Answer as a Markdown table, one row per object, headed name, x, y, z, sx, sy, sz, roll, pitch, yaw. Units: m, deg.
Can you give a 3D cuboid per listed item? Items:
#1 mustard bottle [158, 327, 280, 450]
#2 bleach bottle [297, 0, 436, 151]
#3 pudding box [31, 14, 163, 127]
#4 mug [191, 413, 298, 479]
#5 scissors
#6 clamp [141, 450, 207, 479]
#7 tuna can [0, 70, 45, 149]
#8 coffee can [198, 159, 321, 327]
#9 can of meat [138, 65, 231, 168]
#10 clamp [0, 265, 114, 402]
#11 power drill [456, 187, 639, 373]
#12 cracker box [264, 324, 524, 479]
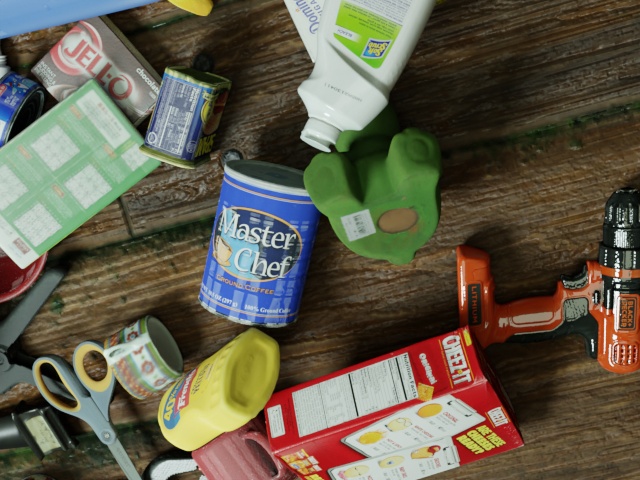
| name | x | y | z | sx | sy | sz | roll | pitch | yaw |
| --- | --- | --- | --- | --- | --- | --- | --- | --- | --- |
| mustard bottle | -0.113 | 0.159 | 1.063 | 0.058 | 0.096 | 0.192 | 32 | 143 | -17 |
| bleach bottle | 0.041 | -0.199 | 0.929 | 0.102 | 0.068 | 0.251 | 25 | 86 | 10 |
| pudding box | -0.217 | -0.160 | 1.067 | 0.090 | 0.039 | 0.113 | -41 | 95 | 13 |
| mug | -0.072 | 0.221 | 1.078 | 0.081 | 0.093 | 0.117 | 55 | 147 | -1 |
| scissors | -0.215 | 0.185 | 1.120 | 0.096 | 0.016 | 0.201 | -43 | 96 | 13 |
| clamp | -0.184 | 0.278 | 1.161 | 0.120 | 0.039 | 0.171 | 40 | 101 | -7 |
| tuna can | -0.309 | -0.123 | 1.064 | 0.034 | 0.086 | 0.086 | 25 | 104 | 0 |
| coffee can | -0.057 | 0.001 | 1.048 | 0.103 | 0.102 | 0.140 | 14 | 104 | 4 |
| can of meat | -0.129 | -0.121 | 1.033 | 0.057 | 0.102 | 0.084 | 19 | 102 | 3 |
| clamp | -0.330 | 0.128 | 1.147 | 0.210 | 0.036 | 0.164 | -18 | 105 | 15 |
| power drill | 0.227 | 0.040 | 1.041 | 0.188 | 0.057 | 0.184 | 0 | 102 | 8 |
| cracker box | 0.073 | 0.175 | 1.043 | 0.214 | 0.072 | 0.164 | -21 | 143 | 11 |
